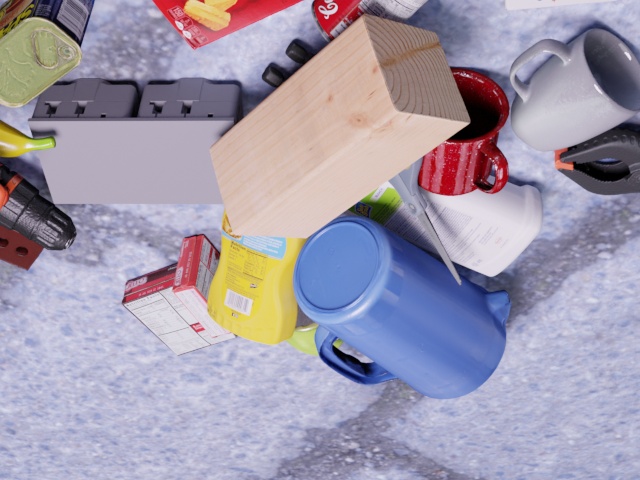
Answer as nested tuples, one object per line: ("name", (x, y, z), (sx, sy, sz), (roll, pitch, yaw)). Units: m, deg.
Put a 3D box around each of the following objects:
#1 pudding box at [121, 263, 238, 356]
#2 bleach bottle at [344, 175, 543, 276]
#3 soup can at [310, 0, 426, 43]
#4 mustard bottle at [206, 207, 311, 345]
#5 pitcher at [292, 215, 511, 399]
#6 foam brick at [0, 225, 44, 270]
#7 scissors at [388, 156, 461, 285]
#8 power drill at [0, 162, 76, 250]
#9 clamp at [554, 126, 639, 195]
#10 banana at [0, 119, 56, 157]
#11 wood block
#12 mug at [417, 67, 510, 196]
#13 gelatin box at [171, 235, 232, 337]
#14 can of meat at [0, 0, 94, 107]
("pudding box", (-0.156, 0.078, 1.209), (0.090, 0.039, 0.113), (-18, 131, 24))
("bleach bottle", (0.083, -0.049, 1.035), (0.250, 0.068, 0.103), (22, 135, -15))
("soup can", (0.050, -0.203, 0.863), (0.068, 0.068, 0.102), (29, 131, -25))
("mustard bottle", (-0.057, 0.001, 1.066), (0.096, 0.058, 0.192), (23, 112, 31))
("pitcher", (0.071, 0.072, 1.066), (0.145, 0.149, 0.242), (16, 169, 39))
("foam brick", (-0.324, -0.016, 1.108), (0.078, 0.051, 0.053), (26, 133, -22))
("scissors", (0.091, -0.042, 0.958), (0.201, 0.016, 0.096), (52, 157, -9))
("power drill", (-0.312, -0.045, 0.976), (0.184, 0.188, 0.057), (33, 88, -7))
("clamp", (0.308, -0.064, 1.018), (0.171, 0.039, 0.120), (3, 134, 10))
("banana", (-0.322, -0.135, 0.924), (0.070, 0.037, 0.197), (-39, 118, 10))
("wood block", (0.009, -0.087, 0.889), (0.090, 0.090, 0.206), (3, 151, -43))
("mug", (0.126, -0.087, 0.956), (0.093, 0.117, 0.081), (-32, 149, -22))
("gelatin box", (-0.122, 0.049, 1.148), (0.030, 0.073, 0.089), (-15, 135, 22))
("can of meat", (-0.241, -0.174, 0.904), (0.102, 0.084, 0.057), (-28, 129, 30))
